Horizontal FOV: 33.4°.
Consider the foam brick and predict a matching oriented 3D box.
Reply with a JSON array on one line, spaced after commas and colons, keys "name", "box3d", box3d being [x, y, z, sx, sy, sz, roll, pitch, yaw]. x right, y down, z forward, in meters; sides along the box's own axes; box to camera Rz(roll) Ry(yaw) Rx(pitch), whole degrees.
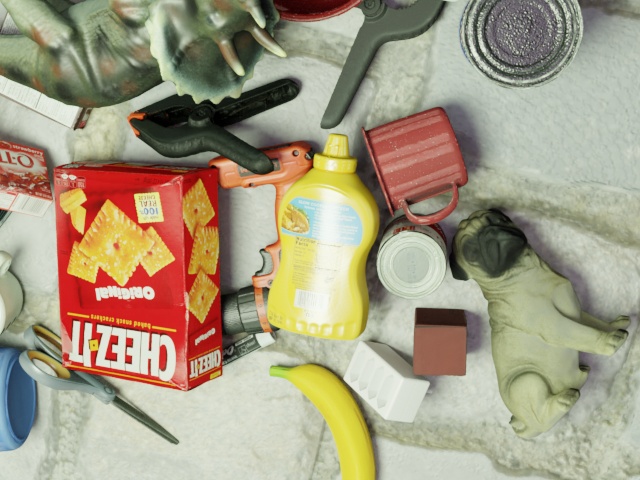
[{"name": "foam brick", "box3d": [0.119, 0.101, 1.069, 0.053, 0.078, 0.051, 2, 99, 6]}]

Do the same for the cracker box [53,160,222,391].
[{"name": "cracker box", "box3d": [-0.184, 0.031, 1.067, 0.164, 0.072, 0.214, 6, 102, 29]}]

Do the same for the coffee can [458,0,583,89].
[{"name": "coffee can", "box3d": [0.179, -0.192, 0.973, 0.103, 0.140, 0.103, 1, 101, 6]}]

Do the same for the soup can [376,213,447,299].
[{"name": "soup can", "box3d": [0.090, 0.014, 1.043, 0.068, 0.102, 0.068, 1, 100, 6]}]

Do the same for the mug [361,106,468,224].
[{"name": "mug", "box3d": [0.096, -0.070, 1.027, 0.081, 0.093, 0.117, -19, 61, 5]}]

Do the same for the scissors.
[{"name": "scissors", "box3d": [-0.238, 0.162, 1.118, 0.202, 0.096, 0.016, 41, 104, 1]}]

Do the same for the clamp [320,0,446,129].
[{"name": "clamp", "box3d": [0.040, -0.232, 1.035, 0.210, 0.036, 0.164, -37, 88, 9]}]

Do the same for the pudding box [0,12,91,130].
[{"name": "pudding box", "box3d": [-0.277, -0.175, 1.083, 0.113, 0.039, 0.090, 27, 102, 3]}]

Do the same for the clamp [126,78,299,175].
[{"name": "clamp", "box3d": [-0.104, -0.121, 1.058, 0.172, 0.120, 0.039, 11, 138, 20]}]

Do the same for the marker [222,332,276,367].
[{"name": "marker", "box3d": [-0.103, 0.125, 1.129, 0.121, 0.020, 0.020, -28, 96, 11]}]

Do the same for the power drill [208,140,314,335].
[{"name": "power drill", "box3d": [-0.057, 0.001, 1.082, 0.184, 0.057, 0.187, -11, 102, 5]}]

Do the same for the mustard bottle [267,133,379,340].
[{"name": "mustard bottle", "box3d": [0.006, -0.006, 1.016, 0.096, 0.058, 0.192, 10, 103, 18]}]

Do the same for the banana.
[{"name": "banana", "box3d": [0.019, 0.206, 1.124, 0.070, 0.037, 0.198, -23, 96, 28]}]

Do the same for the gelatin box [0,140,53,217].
[{"name": "gelatin box", "box3d": [-0.315, -0.066, 1.061, 0.089, 0.073, 0.030, 14, 131, -38]}]
